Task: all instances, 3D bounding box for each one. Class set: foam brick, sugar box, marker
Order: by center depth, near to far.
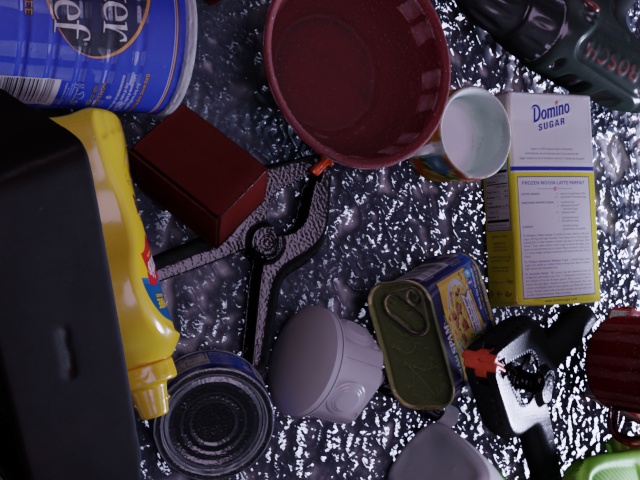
[{"bbox_3d":[-0.082,-0.043,0.720,0.078,0.053,0.051,38,69,10],"label":"foam brick"},{"bbox_3d":[0.059,0.116,0.834,0.121,0.020,0.020,31,74,-26],"label":"marker"},{"bbox_3d":[0.184,-0.034,0.895,0.093,0.048,0.176,-1,86,-30],"label":"sugar box"}]

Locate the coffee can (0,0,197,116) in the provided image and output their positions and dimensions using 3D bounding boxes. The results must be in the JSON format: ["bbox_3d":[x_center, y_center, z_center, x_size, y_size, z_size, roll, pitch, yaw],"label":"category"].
[{"bbox_3d":[-0.161,-0.132,0.665,0.140,0.103,0.103,-1,89,-30],"label":"coffee can"}]

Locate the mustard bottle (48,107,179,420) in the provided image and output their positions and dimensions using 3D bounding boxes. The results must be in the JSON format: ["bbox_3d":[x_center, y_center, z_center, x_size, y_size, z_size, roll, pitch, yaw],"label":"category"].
[{"bbox_3d":[-0.130,0.018,0.669,0.058,0.096,0.191,-15,88,-9],"label":"mustard bottle"}]

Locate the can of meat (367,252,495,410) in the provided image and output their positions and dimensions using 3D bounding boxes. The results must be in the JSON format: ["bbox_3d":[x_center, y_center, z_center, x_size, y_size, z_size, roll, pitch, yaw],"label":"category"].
[{"bbox_3d":[0.090,0.067,0.820,0.083,0.058,0.102,-26,103,-49],"label":"can of meat"}]

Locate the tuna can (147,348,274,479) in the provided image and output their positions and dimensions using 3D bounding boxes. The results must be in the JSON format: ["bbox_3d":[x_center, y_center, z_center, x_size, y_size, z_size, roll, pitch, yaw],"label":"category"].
[{"bbox_3d":[-0.075,0.120,0.732,0.086,0.034,0.086,-3,105,-13],"label":"tuna can"}]

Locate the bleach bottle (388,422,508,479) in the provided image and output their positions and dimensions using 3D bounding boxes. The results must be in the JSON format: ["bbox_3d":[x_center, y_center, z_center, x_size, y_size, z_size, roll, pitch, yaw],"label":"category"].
[{"bbox_3d":[0.168,0.246,0.859,0.250,0.103,0.068,41,87,-29],"label":"bleach bottle"}]

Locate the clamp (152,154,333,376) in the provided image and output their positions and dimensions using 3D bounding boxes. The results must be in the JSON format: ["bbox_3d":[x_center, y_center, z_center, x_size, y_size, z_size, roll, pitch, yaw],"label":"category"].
[{"bbox_3d":[-0.055,0.001,0.762,0.120,0.039,0.171,35,73,-28],"label":"clamp"}]

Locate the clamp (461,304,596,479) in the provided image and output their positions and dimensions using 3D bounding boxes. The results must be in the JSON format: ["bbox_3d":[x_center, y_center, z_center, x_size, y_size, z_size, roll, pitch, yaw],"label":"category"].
[{"bbox_3d":[0.169,0.104,0.850,0.209,0.036,0.164,38,64,-52],"label":"clamp"}]

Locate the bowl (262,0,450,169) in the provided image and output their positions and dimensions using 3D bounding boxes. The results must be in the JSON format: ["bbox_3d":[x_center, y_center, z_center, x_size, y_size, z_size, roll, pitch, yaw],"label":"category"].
[{"bbox_3d":[0.017,-0.130,0.793,0.161,0.055,0.162,3,85,-30],"label":"bowl"}]
